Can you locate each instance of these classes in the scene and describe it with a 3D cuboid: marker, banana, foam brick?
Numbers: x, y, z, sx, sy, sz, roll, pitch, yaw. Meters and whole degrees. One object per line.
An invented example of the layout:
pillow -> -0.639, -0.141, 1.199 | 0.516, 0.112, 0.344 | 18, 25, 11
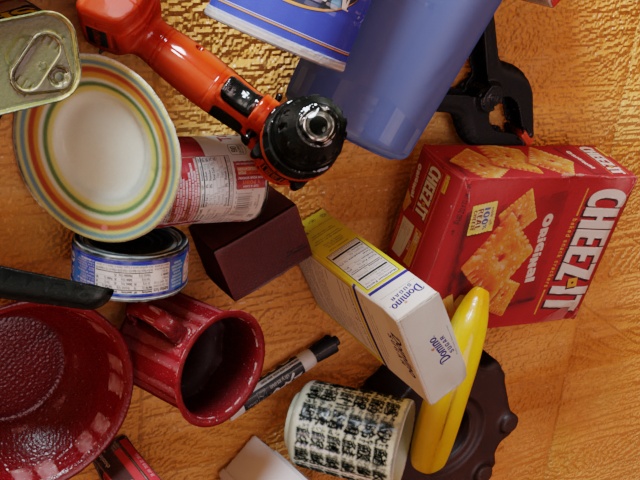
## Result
marker -> -0.033, 0.119, 0.939 | 0.121, 0.020, 0.020 | -31, 125, -19
banana -> 0.109, 0.136, 0.937 | 0.037, 0.069, 0.198 | 15, 117, 3
foam brick -> -0.056, 0.001, 0.848 | 0.078, 0.051, 0.053 | -31, 126, -18

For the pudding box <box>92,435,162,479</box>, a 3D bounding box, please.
pudding box -> -0.140, 0.227, 0.872 | 0.039, 0.090, 0.113 | -30, 125, -20

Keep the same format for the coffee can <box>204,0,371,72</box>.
coffee can -> -0.005, -0.197, 0.712 | 0.102, 0.103, 0.140 | 15, 103, -38

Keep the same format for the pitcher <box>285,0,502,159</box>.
pitcher -> 0.062, -0.193, 0.799 | 0.144, 0.149, 0.243 | 15, 106, -53

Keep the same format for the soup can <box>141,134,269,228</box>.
soup can -> -0.097, -0.043, 0.788 | 0.102, 0.069, 0.068 | -6, 114, -32

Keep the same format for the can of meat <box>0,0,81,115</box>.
can of meat -> -0.213, -0.117, 0.666 | 0.101, 0.084, 0.057 | -19, 120, -26

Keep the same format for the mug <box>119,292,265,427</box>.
mug -> -0.109, 0.080, 0.816 | 0.093, 0.082, 0.117 | -59, 140, -15

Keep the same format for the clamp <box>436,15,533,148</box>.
clamp -> 0.140, -0.139, 0.920 | 0.171, 0.039, 0.120 | 25, 107, -44

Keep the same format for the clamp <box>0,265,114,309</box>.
clamp -> -0.260, -0.004, 0.700 | 0.209, 0.036, 0.164 | -19, 91, -13

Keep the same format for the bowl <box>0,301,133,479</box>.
bowl -> -0.222, 0.106, 0.783 | 0.161, 0.055, 0.162 | -14, 119, -28

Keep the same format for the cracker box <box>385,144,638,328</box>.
cracker box -> 0.167, -0.001, 0.967 | 0.213, 0.072, 0.164 | -2, 123, -33

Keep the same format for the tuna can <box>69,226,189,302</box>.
tuna can -> -0.138, 0.013, 0.776 | 0.085, 0.086, 0.034 | -7, 113, -31

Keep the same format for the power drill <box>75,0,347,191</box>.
power drill -> -0.068, -0.104, 0.690 | 0.187, 0.184, 0.057 | 40, 82, -6

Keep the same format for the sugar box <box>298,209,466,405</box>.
sugar box -> 0.043, 0.049, 0.855 | 0.048, 0.176, 0.093 | -35, 126, -16
